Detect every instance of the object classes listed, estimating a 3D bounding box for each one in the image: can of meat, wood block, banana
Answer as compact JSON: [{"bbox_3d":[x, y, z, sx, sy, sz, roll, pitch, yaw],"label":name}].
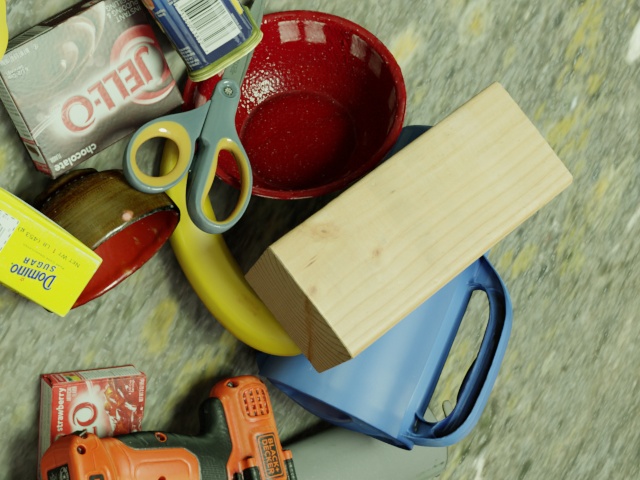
[{"bbox_3d":[-0.089,-0.166,0.717,0.057,0.102,0.084,-31,118,4],"label":"can of meat"},{"bbox_3d":[0.061,-0.009,0.741,0.205,0.091,0.090,-37,88,-20],"label":"wood block"},{"bbox_3d":[-0.067,0.016,0.784,0.069,0.037,0.198,-39,88,3],"label":"banana"}]

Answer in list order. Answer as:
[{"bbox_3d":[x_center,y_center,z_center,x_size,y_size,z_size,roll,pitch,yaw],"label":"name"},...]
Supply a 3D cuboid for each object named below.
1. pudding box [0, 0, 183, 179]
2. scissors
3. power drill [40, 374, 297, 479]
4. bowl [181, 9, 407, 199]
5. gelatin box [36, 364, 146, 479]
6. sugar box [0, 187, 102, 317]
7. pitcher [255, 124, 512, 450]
[{"bbox_3d":[-0.160,-0.109,0.724,0.113,0.039,0.090,-34,119,-22],"label":"pudding box"},{"bbox_3d":[-0.083,-0.098,0.731,0.096,0.016,0.202,11,61,-21],"label":"scissors"},{"bbox_3d":[-0.096,0.195,0.761,0.187,0.057,0.184,-2,70,-41],"label":"power drill"},{"bbox_3d":[-0.018,-0.088,0.779,0.162,0.162,0.055,-43,159,-17],"label":"bowl"},{"bbox_3d":[-0.169,0.141,0.790,0.073,0.030,0.089,-2,103,-33],"label":"gelatin box"},{"bbox_3d":[-0.207,-0.015,0.633,0.093,0.176,0.048,38,79,-34],"label":"sugar box"},{"bbox_3d":[0.069,0.038,0.846,0.149,0.145,0.243,29,79,-14],"label":"pitcher"}]
